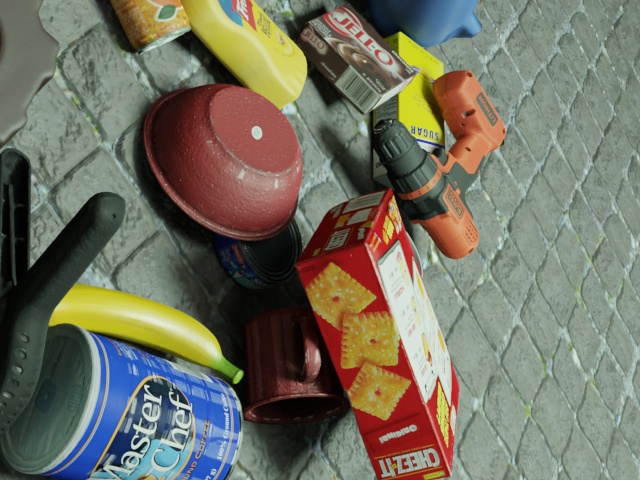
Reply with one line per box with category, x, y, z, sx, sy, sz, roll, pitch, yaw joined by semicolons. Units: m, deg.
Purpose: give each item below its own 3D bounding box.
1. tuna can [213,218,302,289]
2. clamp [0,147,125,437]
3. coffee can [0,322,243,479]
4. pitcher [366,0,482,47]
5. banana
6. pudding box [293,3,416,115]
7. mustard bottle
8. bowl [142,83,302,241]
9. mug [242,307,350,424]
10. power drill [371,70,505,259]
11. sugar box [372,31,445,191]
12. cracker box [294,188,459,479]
tuna can;-0.056;0.001;0.971;0.086;0.034;0.086;24;58;-44
clamp;-0.206;0.041;0.704;0.036;0.165;0.210;18;99;-39
coffee can;-0.139;0.128;0.758;0.140;0.103;0.103;28;55;-42
pitcher;0.116;-0.309;1.144;0.243;0.149;0.145;115;-28;-84
banana;-0.147;0.062;0.812;0.197;0.070;0.037;21;92;-37
pudding box;0.037;-0.194;1.137;0.113;0.039;0.089;48;40;3
mustard bottle;-0.091;-0.209;0.988;0.191;0.058;0.096;44;28;-32
bowl;-0.071;-0.082;0.932;0.161;0.055;0.162;23;47;-28
mug;-0.022;0.103;0.913;0.093;0.117;0.081;-1;66;-13
power drill;0.131;-0.100;1.159;0.184;0.057;0.187;55;45;-30
sugar box;0.102;-0.139;1.218;0.093;0.048;0.176;23;57;-45
cracker box;0.055;0.081;0.929;0.164;0.072;0.213;-62;134;-69
